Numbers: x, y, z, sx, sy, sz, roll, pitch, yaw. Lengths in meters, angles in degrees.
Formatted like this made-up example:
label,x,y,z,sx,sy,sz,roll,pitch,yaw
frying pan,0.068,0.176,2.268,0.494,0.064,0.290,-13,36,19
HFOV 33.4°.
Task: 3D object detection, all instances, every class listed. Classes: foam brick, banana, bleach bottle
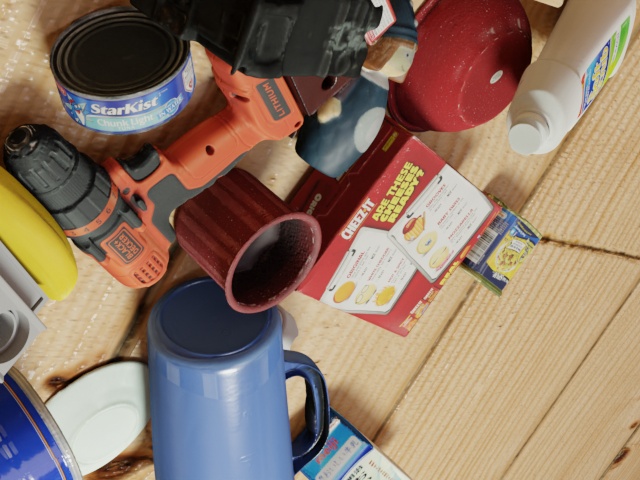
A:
label,x,y,z,sx,sy,sz,roll,pitch,yaw
foam brick,-0.015,-0.140,0.776,0.053,0.051,0.078,-43,147,-9
banana,-0.201,-0.010,0.672,0.197,0.070,0.037,67,33,-53
bleach bottle,0.215,-0.142,0.945,0.250,0.068,0.103,-52,156,-46

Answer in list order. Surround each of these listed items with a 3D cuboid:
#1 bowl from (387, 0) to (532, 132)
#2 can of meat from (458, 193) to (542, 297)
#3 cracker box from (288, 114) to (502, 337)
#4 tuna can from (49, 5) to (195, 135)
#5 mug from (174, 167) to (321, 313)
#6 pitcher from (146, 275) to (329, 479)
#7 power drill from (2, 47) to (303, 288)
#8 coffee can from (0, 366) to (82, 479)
label,x,y,z,sx,sy,sz,roll,pitch,yaw
bowl,0.135,-0.153,0.936,0.161,0.055,0.162,-31,143,-27
can of meat,0.188,0.005,1.160,0.084,0.057,0.102,-54,148,3
cracker box,0.059,-0.012,0.978,0.164,0.072,0.213,-54,146,6
tuna can,-0.120,-0.105,0.656,0.086,0.086,0.034,-34,146,-23
mug,-0.056,0.001,0.844,0.093,0.082,0.117,-47,147,-3
pitcher,-0.077,0.147,0.929,0.149,0.145,0.243,-63,161,-46
power drill,-0.110,-0.068,0.736,0.187,0.057,0.184,-42,149,-6
coffee can,-0.257,0.168,0.759,0.140,0.103,0.103,-32,143,-25
